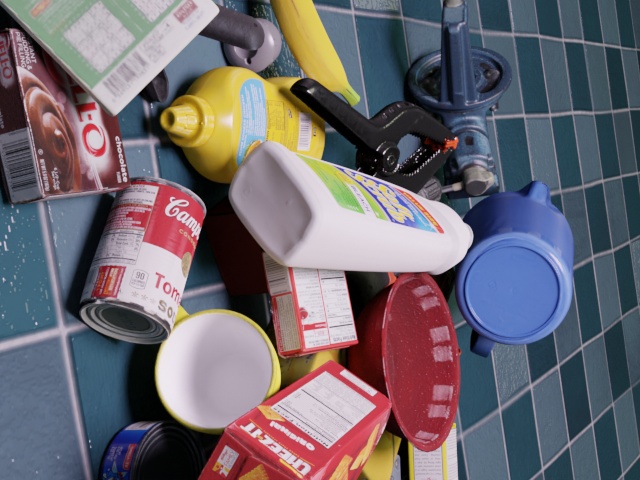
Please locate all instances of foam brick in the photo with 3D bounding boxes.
[{"bbox_3d":[-0.056,0.001,0.900,0.052,0.051,0.078,-45,123,-52],"label":"foam brick"}]

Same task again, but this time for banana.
[{"bbox_3d":[-0.022,-0.211,0.966,0.198,0.037,0.069,68,11,12],"label":"banana"}]

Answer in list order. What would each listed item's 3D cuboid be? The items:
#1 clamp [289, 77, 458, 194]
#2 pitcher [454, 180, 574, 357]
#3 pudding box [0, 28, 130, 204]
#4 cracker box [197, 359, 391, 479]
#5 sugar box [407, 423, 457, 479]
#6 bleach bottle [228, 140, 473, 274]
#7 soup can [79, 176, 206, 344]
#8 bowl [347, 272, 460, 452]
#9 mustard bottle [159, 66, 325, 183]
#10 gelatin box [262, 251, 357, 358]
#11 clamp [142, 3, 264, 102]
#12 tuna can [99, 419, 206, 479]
[{"bbox_3d":[0.047,-0.065,0.969,0.209,0.036,0.164,-8,109,-44],"label":"clamp"},{"bbox_3d":[0.194,0.038,1.095,0.149,0.145,0.242,66,14,-4],"label":"pitcher"},{"bbox_3d":[-0.179,-0.084,0.723,0.089,0.039,0.113,-14,96,-59],"label":"pudding box"},{"bbox_3d":[-0.036,0.190,0.767,0.164,0.072,0.213,-62,167,14],"label":"cracker box"},{"bbox_3d":[0.121,0.282,1.133,0.093,0.048,0.176,28,61,-72],"label":"sugar box"},{"bbox_3d":[0.044,-0.018,0.899,0.250,0.068,0.103,6,38,-49],"label":"bleach bottle"},{"bbox_3d":[-0.127,0.015,0.764,0.068,0.069,0.102,45,48,-46],"label":"soup can"},{"bbox_3d":[0.069,0.108,0.952,0.161,0.055,0.162,24,61,-56],"label":"bowl"},{"bbox_3d":[-0.067,-0.095,0.893,0.191,0.058,0.096,-4,100,-59],"label":"mustard bottle"},{"bbox_3d":[-0.009,0.048,0.878,0.073,0.030,0.089,-3,81,-52],"label":"gelatin box"},{"bbox_3d":[-0.139,-0.165,0.773,0.171,0.120,0.039,33,43,-26],"label":"clamp"},{"bbox_3d":[-0.121,0.174,0.776,0.086,0.034,0.086,17,70,-57],"label":"tuna can"}]
